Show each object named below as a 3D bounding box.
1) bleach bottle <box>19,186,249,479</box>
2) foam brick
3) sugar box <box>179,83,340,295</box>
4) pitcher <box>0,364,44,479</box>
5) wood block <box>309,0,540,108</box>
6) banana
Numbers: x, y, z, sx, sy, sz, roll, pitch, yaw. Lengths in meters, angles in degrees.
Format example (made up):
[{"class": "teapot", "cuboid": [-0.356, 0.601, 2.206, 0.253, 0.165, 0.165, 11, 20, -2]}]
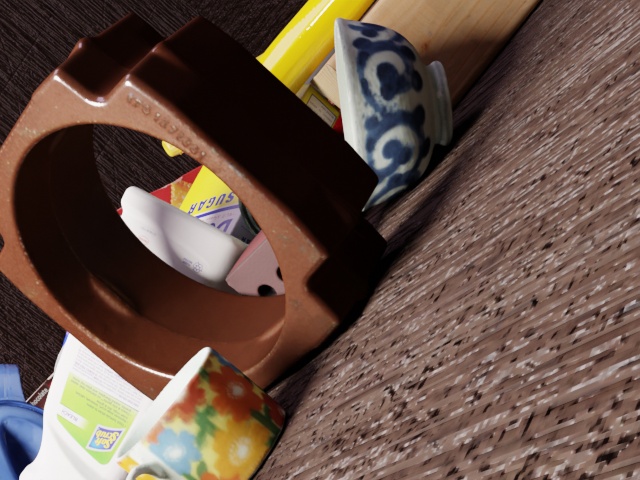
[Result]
[{"class": "bleach bottle", "cuboid": [-0.143, 0.096, 0.737, 0.251, 0.103, 0.068, -63, -19, -2]}, {"class": "foam brick", "cuboid": [-0.014, 0.009, 0.685, 0.078, 0.053, 0.051, -45, 10, 37]}, {"class": "sugar box", "cuboid": [-0.061, -0.039, 0.840, 0.094, 0.048, 0.176, 1, 56, 50]}, {"class": "pitcher", "cuboid": [-0.294, 0.220, 0.958, 0.149, 0.145, 0.243, -47, 3, -28]}, {"class": "wood block", "cuboid": [0.096, -0.173, 0.793, 0.206, 0.090, 0.091, -51, 8, -5]}, {"class": "banana", "cuboid": [-0.013, -0.138, 0.787, 0.198, 0.037, 0.070, -51, 24, 6]}]
